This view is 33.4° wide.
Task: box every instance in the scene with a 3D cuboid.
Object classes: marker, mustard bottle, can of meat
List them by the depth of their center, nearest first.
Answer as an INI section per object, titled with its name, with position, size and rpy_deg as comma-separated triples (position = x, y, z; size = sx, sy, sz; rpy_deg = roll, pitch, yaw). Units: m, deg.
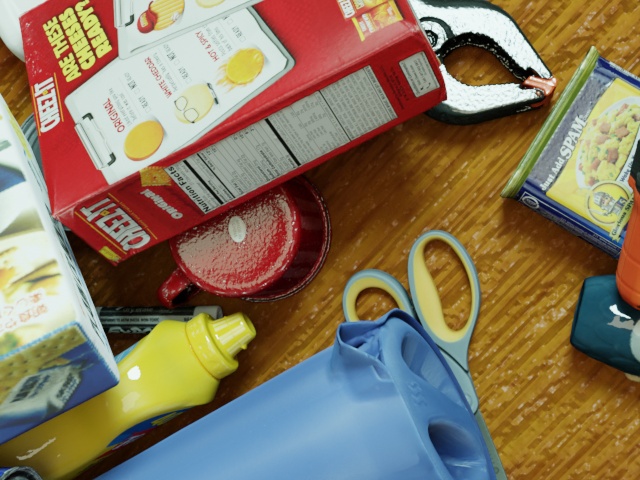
[can of meat]
position = 0.169, -0.049, 0.630
size = 0.084, 0.057, 0.102
rpy_deg = 31, 95, 6
[mustard bottle]
position = -0.124, 0.100, 0.659
size = 0.192, 0.096, 0.058
rpy_deg = -32, 84, 8
[marker]
position = -0.124, 0.052, 0.698
size = 0.121, 0.020, 0.020
rpy_deg = -1, 89, 10

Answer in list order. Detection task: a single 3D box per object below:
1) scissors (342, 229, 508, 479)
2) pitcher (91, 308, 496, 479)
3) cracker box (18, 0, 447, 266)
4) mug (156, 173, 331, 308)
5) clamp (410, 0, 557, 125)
[scissors]
position = 0.069, 0.095, 0.666
size = 0.096, 0.016, 0.202
rpy_deg = -7, 88, 11
[pitcher]
position = -0.021, 0.156, 0.625
size = 0.243, 0.144, 0.149
rpy_deg = -28, 76, 17
[cracker box]
position = -0.055, -0.104, 0.604
size = 0.214, 0.072, 0.164
rpy_deg = -26, 54, 9
[mug]
position = -0.054, 0.001, 0.655
size = 0.117, 0.081, 0.093
rpy_deg = -37, 84, 7
[clamp]
position = 0.057, -0.112, 0.659
size = 0.171, 0.039, 0.120
rpy_deg = 31, 95, 13
